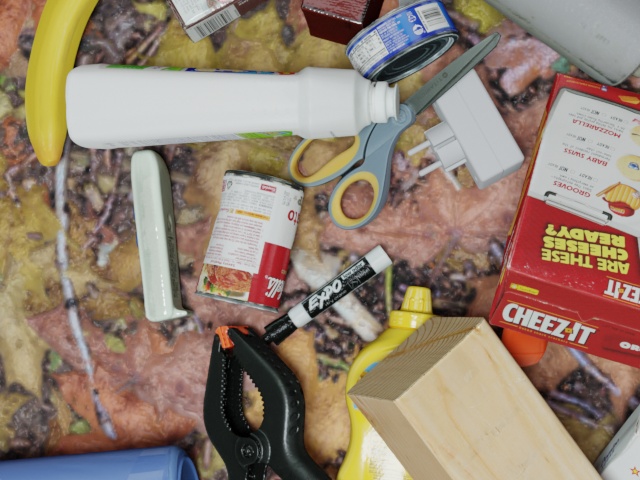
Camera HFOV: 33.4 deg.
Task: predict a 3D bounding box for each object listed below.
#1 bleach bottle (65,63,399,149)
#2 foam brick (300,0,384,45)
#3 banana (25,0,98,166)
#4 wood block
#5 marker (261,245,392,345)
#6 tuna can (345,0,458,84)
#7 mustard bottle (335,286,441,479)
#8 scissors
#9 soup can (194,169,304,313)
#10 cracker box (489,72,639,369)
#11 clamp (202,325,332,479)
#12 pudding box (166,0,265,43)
[{"bbox_3d":[-0.064,-0.106,0.831,0.251,0.102,0.068,1,97,11],"label":"bleach bottle"},{"bbox_3d":[0.019,-0.191,0.851,0.053,0.078,0.051,17,86,6],"label":"foam brick"},{"bbox_3d":[-0.211,-0.162,0.888,0.070,0.037,0.198,25,95,43],"label":"banana"},{"bbox_3d":[0.126,0.162,0.760,0.090,0.091,0.206,-40,99,-17],"label":"wood block"},{"bbox_3d":[0.004,0.046,0.860,0.121,0.020,0.020,-36,82,2],"label":"marker"},{"bbox_3d":[0.064,-0.154,0.838,0.086,0.086,0.034,-28,84,4],"label":"tuna can"},{"bbox_3d":[0.065,0.131,0.825,0.096,0.058,0.191,6,86,6],"label":"mustard bottle"},{"bbox_3d":[0.065,-0.076,0.832,0.202,0.016,0.096,-23,85,26],"label":"scissors"},{"bbox_3d":[-0.056,0.001,0.847,0.068,0.068,0.102,12,86,8],"label":"soup can"},{"bbox_3d":[0.223,-0.013,0.760,0.164,0.072,0.213,16,50,8],"label":"cracker box"},{"bbox_3d":[-0.051,0.171,0.833,0.165,0.036,0.210,-33,68,29],"label":"clamp"},{"bbox_3d":[-0.083,-0.233,0.888,0.113,0.039,0.090,-30,81,1],"label":"pudding box"}]
